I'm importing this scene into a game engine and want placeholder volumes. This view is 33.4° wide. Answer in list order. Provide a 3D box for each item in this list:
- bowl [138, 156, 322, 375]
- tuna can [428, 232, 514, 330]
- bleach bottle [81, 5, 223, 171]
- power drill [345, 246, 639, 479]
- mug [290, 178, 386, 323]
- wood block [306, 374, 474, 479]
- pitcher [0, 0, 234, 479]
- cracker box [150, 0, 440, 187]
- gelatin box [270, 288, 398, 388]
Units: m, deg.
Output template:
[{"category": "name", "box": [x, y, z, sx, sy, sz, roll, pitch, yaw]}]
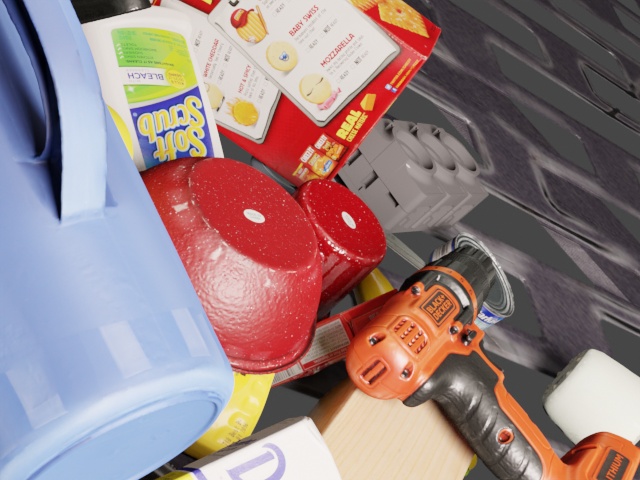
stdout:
[{"category": "bowl", "box": [-0.054, 0.001, 0.648, 0.162, 0.055, 0.162, 29, 33, -21]}, {"category": "tuna can", "box": [0.135, 0.038, 0.955, 0.086, 0.034, 0.086, 38, 33, -30]}, {"category": "bleach bottle", "box": [-0.106, -0.051, 0.754, 0.102, 0.068, 0.251, -2, 61, -41]}, {"category": "power drill", "box": [0.117, 0.095, 0.686, 0.188, 0.057, 0.184, 45, 35, 7]}, {"category": "mug", "box": [-0.009, 0.013, 0.784, 0.093, 0.082, 0.117, 44, 31, -2]}, {"category": "wood block", "box": [0.014, 0.157, 0.638, 0.091, 0.090, 0.205, 45, 32, 0]}, {"category": "pitcher", "box": [-0.131, -0.020, 0.438, 0.243, 0.145, 0.149, 59, 1, 19]}, {"category": "cracker box", "box": [-0.039, -0.161, 0.851, 0.213, 0.164, 0.072, 36, 35, -5]}, {"category": "gelatin box", "box": [0.008, 0.068, 0.731, 0.073, 0.089, 0.030, -18, 82, -55]}]
